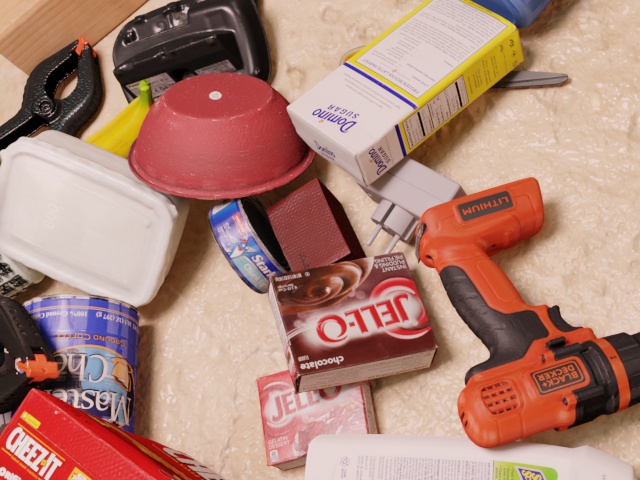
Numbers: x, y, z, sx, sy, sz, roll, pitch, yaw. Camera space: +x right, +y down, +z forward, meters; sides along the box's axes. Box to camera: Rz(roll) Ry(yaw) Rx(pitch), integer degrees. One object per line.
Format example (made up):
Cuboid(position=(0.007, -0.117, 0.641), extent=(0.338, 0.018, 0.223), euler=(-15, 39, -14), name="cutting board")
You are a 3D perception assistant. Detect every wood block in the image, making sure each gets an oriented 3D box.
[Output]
Cuboid(position=(-0.241, -0.265, 1.064), extent=(0.206, 0.090, 0.091), euler=(-38, 59, 6), name="wood block")

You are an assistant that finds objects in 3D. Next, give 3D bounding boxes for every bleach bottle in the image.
Cuboid(position=(0.116, 0.190, 0.741), extent=(0.251, 0.068, 0.102), euler=(1, 82, 16), name="bleach bottle")

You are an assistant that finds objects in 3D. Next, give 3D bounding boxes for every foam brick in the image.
Cuboid(position=(-0.001, 0.000, 0.878), extent=(0.053, 0.051, 0.078), euler=(-30, 61, 12), name="foam brick")

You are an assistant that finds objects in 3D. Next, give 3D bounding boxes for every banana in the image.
Cuboid(position=(-0.218, -0.082, 0.976), extent=(0.198, 0.069, 0.037), euler=(-32, 50, 14), name="banana")

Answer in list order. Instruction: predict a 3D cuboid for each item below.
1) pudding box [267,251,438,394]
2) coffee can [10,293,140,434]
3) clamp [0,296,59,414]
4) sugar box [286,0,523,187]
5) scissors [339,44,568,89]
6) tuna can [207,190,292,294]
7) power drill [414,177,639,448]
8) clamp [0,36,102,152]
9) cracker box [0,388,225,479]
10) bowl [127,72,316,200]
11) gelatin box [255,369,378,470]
Cuboid(position=(0.024, 0.062, 0.821), extent=(0.113, 0.039, 0.090), euler=(-12, 56, -10), name="pudding box")
Cuboid(position=(-0.204, 0.126, 0.889), extent=(0.103, 0.102, 0.140), euler=(-10, 67, 20), name="coffee can")
Cuboid(position=(-0.285, 0.099, 0.877), extent=(0.210, 0.036, 0.164), euler=(15, 95, 44), name="clamp")
Cuboid(position=(0.069, -0.127, 0.864), extent=(0.176, 0.048, 0.093), euler=(-40, 49, -12), name="sugar box")
Cuboid(position=(0.097, -0.119, 0.899), extent=(0.202, 0.016, 0.096), euler=(18, 76, 29), name="scissors")
Cuboid(position=(-0.056, 0.001, 0.882), extent=(0.034, 0.086, 0.086), euler=(-32, 61, 11), name="tuna can")
Cuboid(position=(0.162, 0.044, 0.768), extent=(0.184, 0.057, 0.188), euler=(-16, 55, -10), name="power drill")
Cuboid(position=(-0.257, -0.115, 1.042), extent=(0.120, 0.039, 0.171), euler=(31, 82, 10), name="clamp")
Cuboid(position=(-0.109, 0.193, 0.757), extent=(0.164, 0.213, 0.072), euler=(28, 81, 29), name="cracker box")
Cuboid(position=(-0.084, -0.098, 0.899), extent=(0.162, 0.055, 0.162), euler=(-1, 33, 1), name="bowl")
Cuboid(position=(-0.003, 0.134, 0.839), extent=(0.089, 0.030, 0.073), euler=(-17, 64, 17), name="gelatin box")
